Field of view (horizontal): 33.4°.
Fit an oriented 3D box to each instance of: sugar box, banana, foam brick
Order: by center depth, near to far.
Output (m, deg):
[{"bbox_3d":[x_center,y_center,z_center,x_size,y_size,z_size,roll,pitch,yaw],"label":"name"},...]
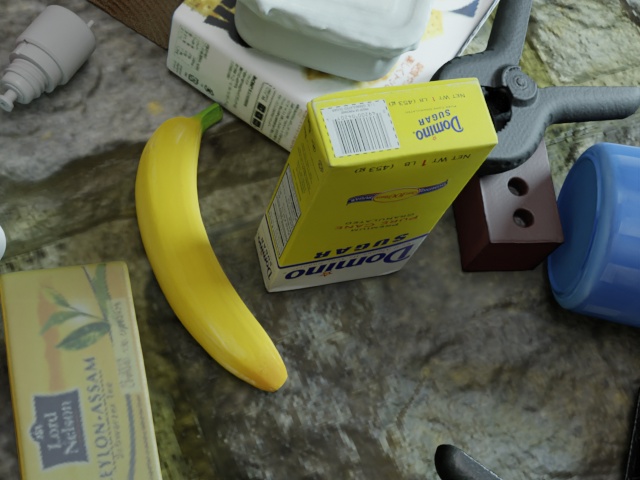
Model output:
[{"bbox_3d":[0.023,-0.024,0.601,0.093,0.176,0.048,-8,67,-16],"label":"sugar box"},{"bbox_3d":[-0.073,0.000,0.646,0.069,0.037,0.198,-9,69,-14],"label":"banana"},{"bbox_3d":[0.118,-0.024,0.692,0.053,0.051,0.078,-1,67,-14],"label":"foam brick"}]

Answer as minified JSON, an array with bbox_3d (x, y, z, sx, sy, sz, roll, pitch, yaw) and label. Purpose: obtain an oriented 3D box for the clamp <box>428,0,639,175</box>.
[{"bbox_3d":[0.128,-0.088,0.674,0.120,0.039,0.171,39,63,6],"label":"clamp"}]
